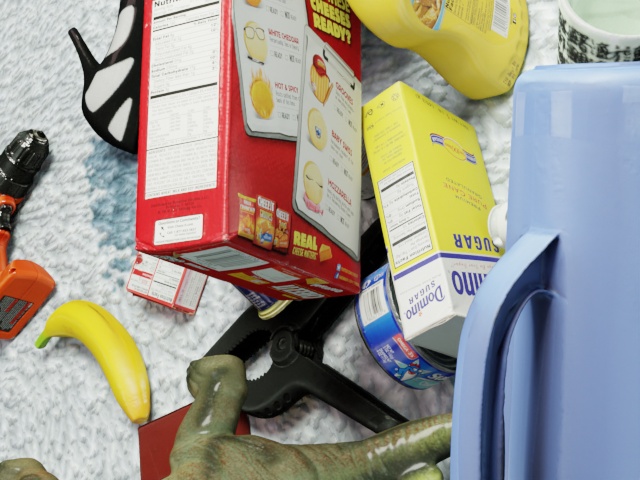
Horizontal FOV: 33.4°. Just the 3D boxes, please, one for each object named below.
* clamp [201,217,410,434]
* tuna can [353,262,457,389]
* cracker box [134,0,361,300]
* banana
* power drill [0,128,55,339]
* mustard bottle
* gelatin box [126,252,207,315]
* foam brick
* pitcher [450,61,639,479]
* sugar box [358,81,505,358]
[{"bbox_3d":[-0.013,0.089,0.792,0.210,0.036,0.164,-26,53,33],"label":"clamp"},{"bbox_3d":[0.062,0.054,0.700,0.034,0.086,0.086,-34,53,32],"label":"tuna can"},{"bbox_3d":[-0.039,-0.081,0.654,0.072,0.164,0.213,-7,75,27],"label":"cracker box"},{"bbox_3d":[-0.203,0.099,0.979,0.198,0.037,0.070,24,109,48],"label":"banana"},{"bbox_3d":[-0.332,-0.005,1.129,0.185,0.057,0.188,-48,44,25],"label":"power drill"},{"bbox_3d":[0.065,-0.171,0.709,0.058,0.191,0.096,-7,69,42],"label":"mustard bottle"},{"bbox_3d":[-0.128,0.015,0.940,0.073,0.030,0.089,14,84,45],"label":"gelatin box"},{"bbox_3d":[-0.099,0.162,0.837,0.078,0.052,0.051,-28,56,34],"label":"foam brick"},{"bbox_3d":[0.140,0.037,0.514,0.145,0.149,0.243,0,99,13],"label":"pitcher"},{"bbox_3d":[0.081,-0.011,0.702,0.048,0.093,0.176,-33,54,31],"label":"sugar box"}]
